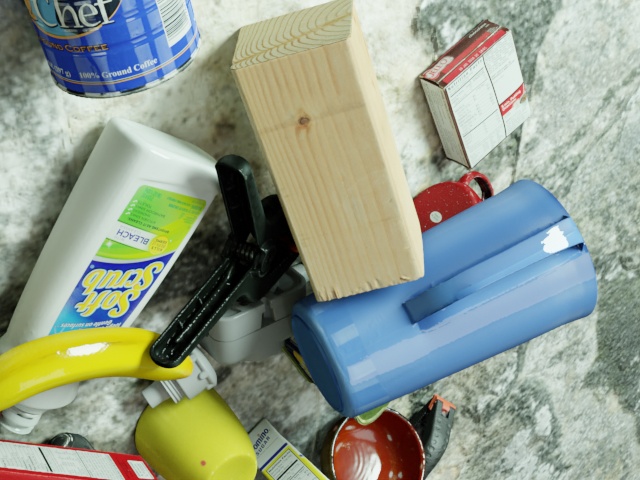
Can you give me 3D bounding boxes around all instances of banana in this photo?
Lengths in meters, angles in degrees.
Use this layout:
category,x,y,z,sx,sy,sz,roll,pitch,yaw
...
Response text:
category,x,y,z,sx,sy,sz,roll,pitch,yaw
banana,-0.170,0.091,0.776,0.197,0.037,0.070,-9,146,-39

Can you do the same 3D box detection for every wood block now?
category,x,y,z,sx,sy,sz,roll,pitch,yaw
wood block,0.010,-0.067,0.823,0.091,0.090,0.206,-13,120,10

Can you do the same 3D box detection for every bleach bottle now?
category,x,y,z,sx,sy,sz,roll,pitch,yaw
bleach bottle,-0.170,0.036,0.806,0.102,0.068,0.251,17,106,-47

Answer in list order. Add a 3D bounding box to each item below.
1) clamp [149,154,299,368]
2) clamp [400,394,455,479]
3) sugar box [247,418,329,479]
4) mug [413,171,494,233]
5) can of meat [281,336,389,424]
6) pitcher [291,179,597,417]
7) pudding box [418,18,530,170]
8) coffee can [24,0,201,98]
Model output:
category,x,y,z,sx,sy,sz,roll,pitch,yaw
clamp,-0.055,0.001,0.839,0.209,0.036,0.165,-27,140,-65
clamp,0.099,0.253,1.167,0.039,0.120,0.171,29,92,-23
sugar box,0.000,0.251,1.016,0.048,0.176,0.093,-46,137,-12
mug,0.137,-0.014,1.036,0.081,0.093,0.117,45,67,-44
can of meat,0.018,0.118,1.013,0.057,0.084,0.102,-44,137,-11
pitcher,0.104,0.050,0.902,0.242,0.145,0.149,-25,128,-13
pudding box,0.146,-0.135,0.996,0.090,0.039,0.113,-41,135,-14
coffee can,-0.139,-0.174,0.659,0.102,0.103,0.140,-32,135,-22
